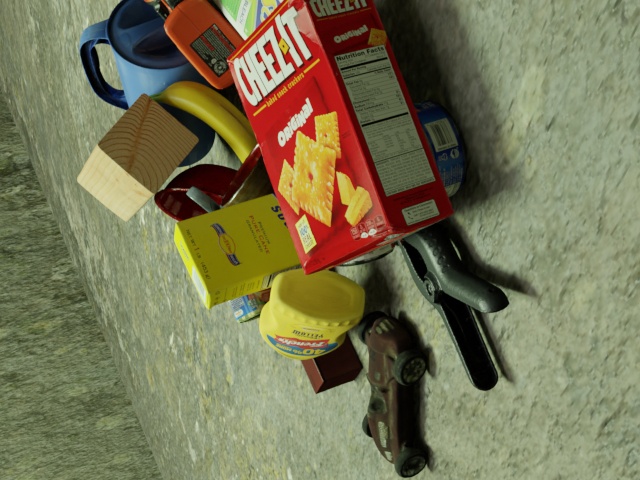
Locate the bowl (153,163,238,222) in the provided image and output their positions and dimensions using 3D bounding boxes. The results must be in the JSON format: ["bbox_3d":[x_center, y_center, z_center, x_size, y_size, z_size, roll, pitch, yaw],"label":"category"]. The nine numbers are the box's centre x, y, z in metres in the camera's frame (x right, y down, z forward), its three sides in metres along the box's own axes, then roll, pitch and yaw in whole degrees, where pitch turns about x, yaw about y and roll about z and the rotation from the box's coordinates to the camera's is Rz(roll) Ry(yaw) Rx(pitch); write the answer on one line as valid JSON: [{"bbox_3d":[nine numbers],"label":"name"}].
[{"bbox_3d":[-0.129,-0.055,1.374,0.162,0.162,0.055,139,148,-69],"label":"bowl"}]

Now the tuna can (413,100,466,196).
[{"bbox_3d":[0.088,-0.074,0.902,0.086,0.033,0.086,53,153,42],"label":"tuna can"}]

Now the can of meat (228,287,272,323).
[{"bbox_3d":[-0.077,0.051,1.343,0.058,0.101,0.084,-31,80,45],"label":"can of meat"}]

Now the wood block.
[{"bbox_3d":[-0.235,-0.100,1.347,0.090,0.090,0.206,41,162,-9],"label":"wood block"}]

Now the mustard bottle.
[{"bbox_3d":[-0.017,0.089,1.163,0.192,0.096,0.058,117,161,-66],"label":"mustard bottle"}]

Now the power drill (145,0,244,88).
[{"bbox_3d":[-0.150,-0.252,1.156,0.184,0.057,0.188,44,-173,-35],"label":"power drill"}]

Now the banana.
[{"bbox_3d":[-0.115,-0.132,1.290,0.197,0.037,0.070,39,139,-8],"label":"banana"}]

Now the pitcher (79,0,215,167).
[{"bbox_3d":[-0.207,-0.203,1.388,0.149,0.144,0.243,39,156,18],"label":"pitcher"}]

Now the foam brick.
[{"bbox_3d":[0.006,0.134,1.272,0.078,0.051,0.053,65,160,19],"label":"foam brick"}]

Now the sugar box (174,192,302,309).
[{"bbox_3d":[-0.058,0.001,1.140,0.093,0.176,0.048,62,160,23],"label":"sugar box"}]

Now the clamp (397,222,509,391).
[{"bbox_3d":[0.113,0.035,0.924,0.171,0.039,0.120,59,155,31],"label":"clamp"}]

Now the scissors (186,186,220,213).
[{"bbox_3d":[-0.094,-0.010,1.315,0.096,0.016,0.201,35,177,38],"label":"scissors"}]

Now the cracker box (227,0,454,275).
[{"bbox_3d":[0.009,-0.092,0.907,0.164,0.072,0.214,-27,83,61],"label":"cracker box"}]
